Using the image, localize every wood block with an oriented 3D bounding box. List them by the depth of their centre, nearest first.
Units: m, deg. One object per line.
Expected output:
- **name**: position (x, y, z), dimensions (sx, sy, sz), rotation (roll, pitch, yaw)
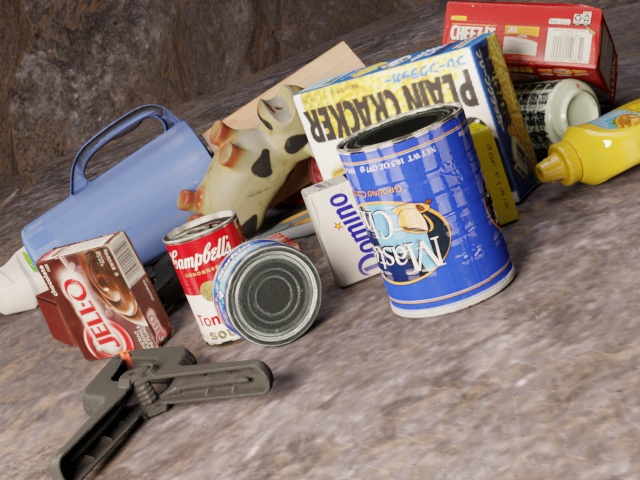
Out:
- **wood block**: position (-0.025, -0.133, 1.287), dimensions (0.206, 0.090, 0.090), rotation (-34, 54, -2)

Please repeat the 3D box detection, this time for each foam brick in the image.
- **foam brick**: position (-0.256, 0.074, 1.119), dimensions (0.052, 0.051, 0.078), rotation (-26, 15, -26)

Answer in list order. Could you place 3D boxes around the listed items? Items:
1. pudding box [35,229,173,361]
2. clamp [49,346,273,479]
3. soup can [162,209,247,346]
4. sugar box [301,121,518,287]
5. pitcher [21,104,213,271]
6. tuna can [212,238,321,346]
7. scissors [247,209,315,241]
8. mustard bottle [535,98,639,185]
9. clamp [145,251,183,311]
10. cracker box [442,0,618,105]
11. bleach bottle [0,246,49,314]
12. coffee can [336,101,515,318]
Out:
- **pudding box**: position (-0.200, 0.053, 0.992), dimensions (0.090, 0.113, 0.039), rotation (-13, 18, 28)
- **clamp**: position (-0.141, 0.121, 0.811), dimensions (0.164, 0.036, 0.210), rotation (-25, 13, -20)
- **soup can**: position (-0.088, 0.033, 0.933), dimensions (0.068, 0.102, 0.068), rotation (-19, 14, 5)
- **sugar box**: position (0.081, -0.032, 0.965), dimensions (0.176, 0.093, 0.048), rotation (-23, 14, -6)
- **pitcher**: position (-0.232, -0.038, 1.271), dimensions (0.242, 0.145, 0.149), rotation (-32, 55, -7)
- **tuna can**: position (-0.043, 0.043, 0.869), dimensions (0.086, 0.086, 0.034), rotation (-25, 17, -18)
- **scissors**: position (-0.058, 0.001, 1.183), dimensions (0.201, 0.016, 0.096), rotation (-29, 14, -30)
- **mustard bottle**: position (0.287, -0.097, 0.991), dimensions (0.191, 0.058, 0.096), rotation (-23, 15, -10)
- **clamp**: position (-0.189, 0.052, 1.134), dimensions (0.120, 0.039, 0.171), rotation (-33, 15, 13)
- **cracker box**: position (0.240, -0.207, 1.194), dimensions (0.164, 0.072, 0.213), rotation (7, -1, 20)
- **bleach bottle**: position (-0.338, 0.023, 1.366), dimensions (0.103, 0.068, 0.250), rotation (26, 44, 37)
- **coffee can**: position (0.083, -0.024, 0.832), dimensions (0.103, 0.140, 0.103), rotation (-19, 14, 5)
